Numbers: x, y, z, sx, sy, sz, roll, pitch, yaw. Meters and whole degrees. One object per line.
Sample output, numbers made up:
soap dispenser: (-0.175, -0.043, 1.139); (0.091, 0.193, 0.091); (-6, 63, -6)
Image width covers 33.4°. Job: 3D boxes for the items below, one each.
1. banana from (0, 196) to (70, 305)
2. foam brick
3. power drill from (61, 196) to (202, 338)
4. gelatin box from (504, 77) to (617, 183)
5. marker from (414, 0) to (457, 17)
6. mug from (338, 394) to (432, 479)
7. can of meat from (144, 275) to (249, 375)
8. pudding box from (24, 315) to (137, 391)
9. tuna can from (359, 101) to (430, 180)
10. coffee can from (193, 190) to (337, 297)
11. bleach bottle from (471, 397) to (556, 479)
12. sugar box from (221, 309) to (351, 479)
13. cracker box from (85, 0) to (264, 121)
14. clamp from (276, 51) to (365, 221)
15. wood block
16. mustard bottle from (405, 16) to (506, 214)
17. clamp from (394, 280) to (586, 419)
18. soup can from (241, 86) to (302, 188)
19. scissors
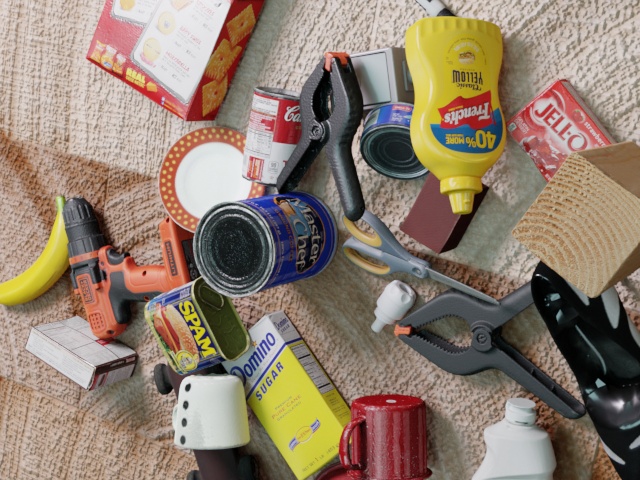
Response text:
banana: (-0.370, 0.033, 1.408); (0.198, 0.037, 0.070); (-48, 56, 24)
foam brick: (0.129, -0.033, 1.113); (0.053, 0.051, 0.078); (35, 112, 19)
power drill: (-0.232, 0.019, 1.317); (0.188, 0.057, 0.184); (-14, 93, 32)
gelatin box: (0.237, -0.104, 1.056); (0.073, 0.030, 0.089); (-41, 77, 26)
marker: (0.104, -0.258, 1.115); (0.121, 0.020, 0.020); (47, 116, 15)
mug: (0.065, 0.213, 1.148); (0.093, 0.117, 0.081); (1, 92, 51)
can of meat: (-0.143, 0.098, 1.225); (0.084, 0.057, 0.102); (-22, 98, 33)
pudding box: (-0.302, 0.141, 1.352); (0.114, 0.089, 0.039); (26, 108, 23)
tuna can: (0.084, -0.102, 1.110); (0.086, 0.033, 0.086); (11, 143, 8)
coffee can: (-0.058, 0.001, 1.169); (0.103, 0.140, 0.103); (4, 99, 28)
bleach bottle: (0.187, 0.285, 1.110); (0.103, 0.068, 0.251); (10, 103, 25)
sugar box: (-0.035, 0.178, 1.235); (0.093, 0.048, 0.176); (-43, 77, 27)
cracker box: (-0.159, -0.268, 1.230); (0.164, 0.072, 0.214); (33, 110, 21)
clamp: (0.014, -0.105, 1.103); (0.120, 0.039, 0.171); (29, 119, 31)
wood block: (0.261, -0.024, 0.952); (0.090, 0.205, 0.091); (40, 113, 18)
mustard bottle: (0.136, -0.121, 1.056); (0.058, 0.096, 0.191); (161, 109, -68)
clamp: (0.180, 0.107, 1.112); (0.210, 0.036, 0.164); (-6, 97, 29)
soup can: (-0.048, -0.115, 1.190); (0.069, 0.068, 0.102); (17, 105, 26)
scissors: (0.094, 0.013, 1.114); (0.202, 0.016, 0.096); (12, 137, 45)
